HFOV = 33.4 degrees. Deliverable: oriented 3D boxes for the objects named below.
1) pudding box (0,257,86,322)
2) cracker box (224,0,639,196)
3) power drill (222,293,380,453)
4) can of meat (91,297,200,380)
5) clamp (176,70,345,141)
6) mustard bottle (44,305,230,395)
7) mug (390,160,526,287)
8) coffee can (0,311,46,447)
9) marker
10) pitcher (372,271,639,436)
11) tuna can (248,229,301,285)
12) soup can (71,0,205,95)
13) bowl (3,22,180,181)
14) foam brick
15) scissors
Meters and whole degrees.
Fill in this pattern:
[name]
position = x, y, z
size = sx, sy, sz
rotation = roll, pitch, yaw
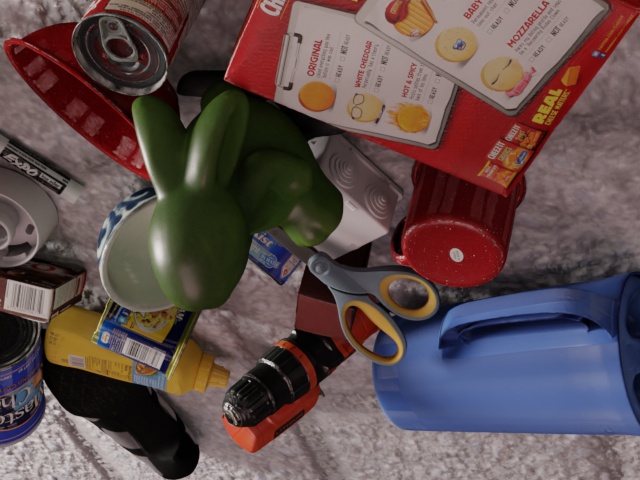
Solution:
[pudding box]
position = -0.301, 0.041, 1.053
size = 0.113, 0.090, 0.039
rotation = 15, 103, 5
[cracker box]
position = 0.068, -0.141, 0.687
size = 0.213, 0.072, 0.164
rotation = 22, 130, -11
[power drill]
position = -0.035, 0.138, 1.009
size = 0.057, 0.184, 0.188
rotation = 50, 148, 10
[can of meat]
position = -0.161, 0.071, 1.025
size = 0.084, 0.102, 0.058
rotation = 24, 140, -4
[clamp]
position = -0.027, -0.112, 0.800
size = 0.172, 0.039, 0.120
rotation = -37, 105, 29
[mustard bottle]
position = -0.189, 0.121, 1.121
size = 0.191, 0.058, 0.096
rotation = 16, 150, -2
[mug]
position = 0.101, -0.014, 0.840
size = 0.117, 0.081, 0.093
rotation = -23, 126, 39
[coffee can]
position = -0.338, 0.134, 1.100
size = 0.103, 0.102, 0.140
rotation = 16, 137, 3
[marker]
position = -0.270, -0.073, 0.964
size = 0.121, 0.020, 0.020
rotation = 34, 138, -18
[pitcher]
position = 0.164, 0.100, 0.915
size = 0.243, 0.144, 0.149
rotation = -9, 102, 34
[tuna can]
position = -0.056, 0.001, 0.919
size = 0.086, 0.034, 0.086
rotation = 38, 176, 3
[soup can]
position = -0.121, -0.160, 0.742
size = 0.068, 0.102, 0.068
rotation = 11, 140, 9
[bowl]
position = -0.161, -0.115, 0.817
size = 0.162, 0.055, 0.162
rotation = 35, 166, 10
[foam brick]
position = 0.011, 0.040, 0.941
size = 0.051, 0.078, 0.053
rotation = 13, 140, 4
[scissors]
position = 0.021, 0.015, 0.871
size = 0.096, 0.016, 0.201
rotation = -32, 105, 13
